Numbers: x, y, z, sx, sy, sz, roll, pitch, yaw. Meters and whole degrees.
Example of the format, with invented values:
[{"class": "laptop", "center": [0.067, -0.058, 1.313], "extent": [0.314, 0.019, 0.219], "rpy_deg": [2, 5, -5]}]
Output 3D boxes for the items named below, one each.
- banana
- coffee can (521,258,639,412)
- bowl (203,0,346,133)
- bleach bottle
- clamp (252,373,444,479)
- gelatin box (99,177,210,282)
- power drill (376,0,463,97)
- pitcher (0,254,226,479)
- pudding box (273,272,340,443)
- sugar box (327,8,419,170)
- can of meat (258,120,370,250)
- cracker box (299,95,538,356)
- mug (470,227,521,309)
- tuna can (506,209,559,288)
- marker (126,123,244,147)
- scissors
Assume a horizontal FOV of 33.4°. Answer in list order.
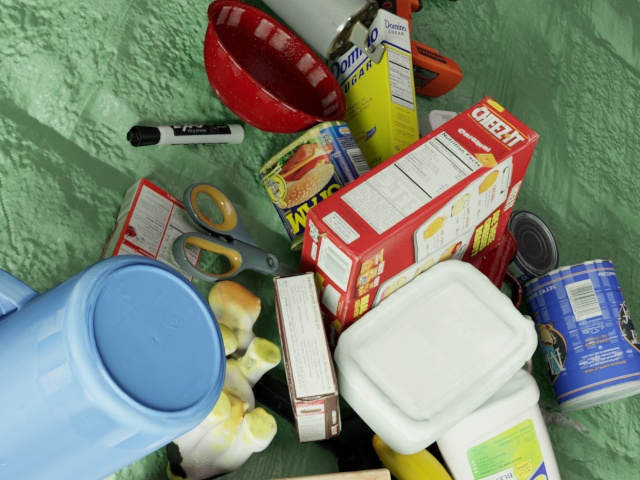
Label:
[{"class": "banana", "center": [0.100, 0.245, 0.922], "extent": [0.069, 0.037, 0.198], "rpy_deg": [-24, 100, -40]}, {"class": "coffee can", "center": [0.285, 0.103, 1.145], "extent": [0.102, 0.103, 0.140], "rpy_deg": [0, 68, -40]}, {"class": "bowl", "center": [-0.054, -0.153, 1.006], "extent": [0.162, 0.055, 0.162], "rpy_deg": [33, 29, -21]}, {"class": "bleach bottle", "center": [0.185, 0.246, 0.970], "extent": [0.102, 0.068, 0.251], "rpy_deg": [-24, 106, -3]}, {"class": "clamp", "center": [0.026, 0.182, 0.932], "extent": [0.209, 0.036, 0.164], "rpy_deg": [-7, 73, -38]}, {"class": "gelatin box", "center": [-0.138, 0.003, 0.892], "extent": [0.073, 0.030, 0.089], "rpy_deg": [33, 50, -25]}, {"class": "power drill", "center": [0.110, -0.259, 1.221], "extent": [0.184, 0.057, 0.187], "rpy_deg": [10, 59, -32]}, {"class": "pitcher", "center": [-0.177, 0.091, 0.661], "extent": [0.149, 0.243, 0.145], "rpy_deg": [24, 51, -37]}, {"class": "pudding box", "center": [-0.012, 0.095, 0.868], "extent": [0.039, 0.090, 0.113], "rpy_deg": [-11, 59, -4]}, {"class": "sugar box", "center": [0.052, -0.136, 1.081], "extent": [0.048, 0.094, 0.176], "rpy_deg": [14, 59, -36]}, {"class": "can of meat", "center": [0.000, -0.051, 0.986], "extent": [0.057, 0.102, 0.084], "rpy_deg": [-14, 75, -54]}, {"class": "cracker box", "center": [0.080, -0.012, 0.942], "extent": [0.213, 0.164, 0.072], "rpy_deg": [-33, 64, -25]}, {"class": "mug", "center": [0.153, 0.036, 1.078], "extent": [0.117, 0.093, 0.081], "rpy_deg": [35, 54, -15]}, {"class": "tuna can", "center": [0.227, 0.009, 1.193], "extent": [0.086, 0.034, 0.086], "rpy_deg": [19, 57, -32]}, {"class": "marker", "center": [-0.122, -0.095, 0.964], "extent": [0.120, 0.020, 0.020], "rpy_deg": [-6, 72, -42]}, {"class": "scissors", "center": [-0.056, 0.001, 0.946], "extent": [0.201, 0.016, 0.096], "rpy_deg": [6, 69, -51]}]
